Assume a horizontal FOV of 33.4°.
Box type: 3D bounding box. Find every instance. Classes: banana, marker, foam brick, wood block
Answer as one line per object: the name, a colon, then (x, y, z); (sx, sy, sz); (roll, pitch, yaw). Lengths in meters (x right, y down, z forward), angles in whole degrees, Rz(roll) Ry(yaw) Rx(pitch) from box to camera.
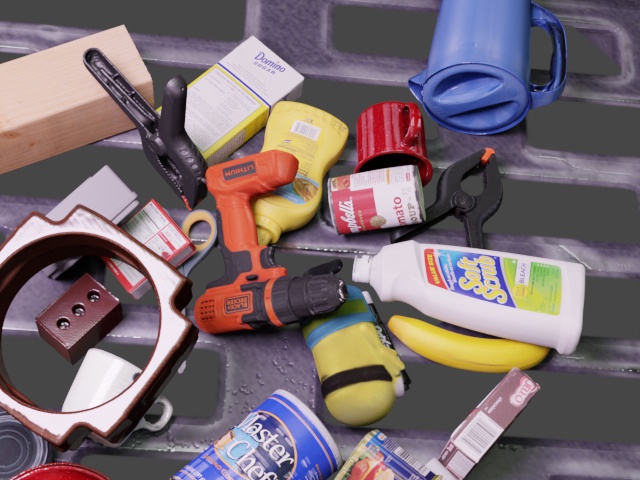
banana: (0.175, 0.116, 1.189); (0.197, 0.037, 0.069); (2, 41, -8)
marker: (0.070, 0.112, 1.185); (0.020, 0.020, 0.121); (-19, 66, -16)
foam brick: (-0.257, 0.084, 1.143); (0.053, 0.051, 0.078); (38, 65, 12)
wood block: (-0.306, -0.162, 1.244); (0.205, 0.090, 0.091); (-22, 67, -17)

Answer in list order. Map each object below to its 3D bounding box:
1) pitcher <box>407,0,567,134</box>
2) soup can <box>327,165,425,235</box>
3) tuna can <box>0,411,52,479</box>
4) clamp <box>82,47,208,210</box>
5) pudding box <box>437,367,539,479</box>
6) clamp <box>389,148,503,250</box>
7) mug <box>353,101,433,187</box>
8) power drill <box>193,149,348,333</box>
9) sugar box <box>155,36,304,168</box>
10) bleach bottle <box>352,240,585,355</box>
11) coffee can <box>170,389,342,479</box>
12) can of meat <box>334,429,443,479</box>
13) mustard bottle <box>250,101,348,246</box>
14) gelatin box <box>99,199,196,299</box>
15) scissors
pitcher: (0.215, -0.262, 1.339); (0.149, 0.145, 0.242); (30, 55, -27)
soup can: (0.065, -0.046, 1.223); (0.102, 0.068, 0.068); (-9, 62, 10)
tuna can: (-0.315, 0.217, 1.076); (0.086, 0.034, 0.086); (3, 62, -5)
clamp: (-0.181, -0.122, 1.187); (0.165, 0.210, 0.036); (28, 61, 34)
pudding box: (0.174, 0.195, 1.115); (0.039, 0.090, 0.113); (41, 66, 16)
clamp: (0.157, -0.039, 1.264); (0.120, 0.039, 0.171); (20, 65, -2)
mug: (0.088, -0.116, 1.255); (0.093, 0.117, 0.081); (9, 56, -15)
power drill: (-0.057, 0.001, 1.144); (0.185, 0.057, 0.187); (-11, 72, 28)
sugar box: (-0.112, -0.164, 1.294); (0.093, 0.048, 0.176); (41, 62, 15)
bleach bottle: (0.159, 0.056, 1.178); (0.251, 0.068, 0.102); (8, 56, 7)
coffee can: (-0.063, 0.231, 1.060); (0.140, 0.103, 0.103); (-37, 73, -22)
can of meat: (0.059, 0.253, 1.070); (0.084, 0.057, 0.102); (36, 106, 15)
mustard bottle: (-0.041, -0.069, 1.244); (0.096, 0.058, 0.191); (22, 62, 2)
gelatin box: (-0.194, 0.010, 1.186); (0.089, 0.030, 0.073); (-40, 67, -7)
scissors: (-0.143, 0.044, 1.195); (0.096, 0.016, 0.202); (-19, 66, -10)
